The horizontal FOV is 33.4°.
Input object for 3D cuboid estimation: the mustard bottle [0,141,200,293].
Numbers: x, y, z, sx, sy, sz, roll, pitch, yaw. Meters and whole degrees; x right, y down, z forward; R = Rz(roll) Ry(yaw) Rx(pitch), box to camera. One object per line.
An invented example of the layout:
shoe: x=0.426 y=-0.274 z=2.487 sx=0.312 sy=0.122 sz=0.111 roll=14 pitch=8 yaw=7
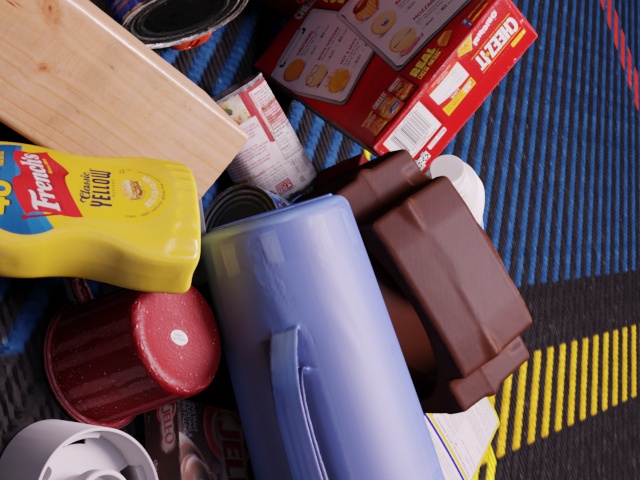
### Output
mustard bottle: x=-0.172 y=-0.018 z=0.648 sx=0.191 sy=0.058 sz=0.096 roll=6 pitch=44 yaw=-19

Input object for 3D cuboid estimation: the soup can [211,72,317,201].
soup can: x=-0.054 y=-0.081 z=0.902 sx=0.102 sy=0.069 sz=0.068 roll=60 pitch=33 yaw=-14

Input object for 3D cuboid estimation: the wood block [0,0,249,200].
wood block: x=-0.159 y=-0.105 z=0.714 sx=0.205 sy=0.090 sz=0.091 roll=36 pitch=8 yaw=-40

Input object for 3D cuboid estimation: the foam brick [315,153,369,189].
foam brick: x=0.037 y=-0.035 z=1.024 sx=0.078 sy=0.053 sz=0.051 roll=46 pitch=39 yaw=-33

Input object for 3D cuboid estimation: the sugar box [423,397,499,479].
sugar box: x=0.111 y=0.190 z=1.008 sx=0.093 sy=0.048 sz=0.176 roll=61 pitch=37 yaw=-12

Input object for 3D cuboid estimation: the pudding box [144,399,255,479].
pudding box: x=-0.078 y=0.173 z=0.744 sx=0.089 sy=0.039 sz=0.113 roll=25 pitch=53 yaw=-49

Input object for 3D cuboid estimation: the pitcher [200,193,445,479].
pitcher: x=-0.002 y=0.097 z=0.727 sx=0.144 sy=0.149 sz=0.243 roll=-18 pitch=93 yaw=-32

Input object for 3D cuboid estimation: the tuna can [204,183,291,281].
tuna can: x=-0.055 y=0.001 z=0.836 sx=0.033 sy=0.086 sz=0.086 roll=20 pitch=56 yaw=-51

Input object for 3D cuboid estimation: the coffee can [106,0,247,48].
coffee can: x=-0.125 y=-0.230 z=0.798 sx=0.102 sy=0.103 sz=0.140 roll=-7 pitch=75 yaw=-57

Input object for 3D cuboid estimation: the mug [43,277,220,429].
mug: x=-0.125 y=0.060 z=0.702 sx=0.093 sy=0.082 sz=0.117 roll=-27 pitch=94 yaw=-57

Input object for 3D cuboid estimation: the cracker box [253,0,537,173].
cracker box: x=0.059 y=-0.166 z=0.940 sx=0.072 sy=0.164 sz=0.214 roll=38 pitch=2 yaw=-41

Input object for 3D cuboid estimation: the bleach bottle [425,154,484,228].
bleach bottle: x=0.113 y=0.017 z=0.946 sx=0.251 sy=0.068 sz=0.102 roll=77 pitch=29 yaw=-57
